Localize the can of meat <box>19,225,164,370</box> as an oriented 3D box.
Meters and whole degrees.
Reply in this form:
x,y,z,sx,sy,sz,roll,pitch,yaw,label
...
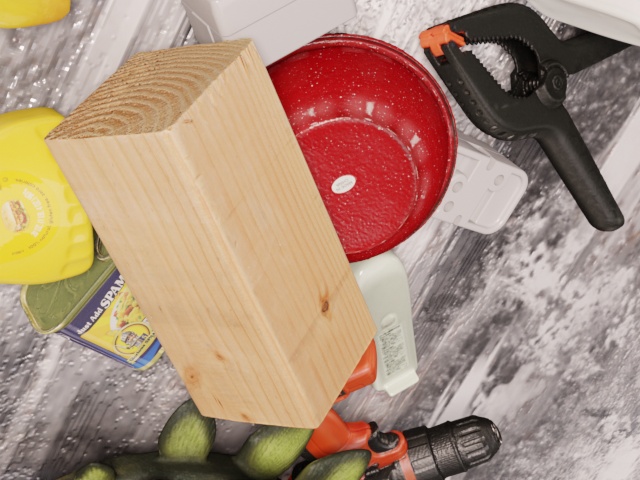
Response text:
x,y,z,sx,sy,sz,roll,pitch,yaw,label
-0.120,0.025,0.667,0.102,0.057,0.083,-49,136,5,can of meat

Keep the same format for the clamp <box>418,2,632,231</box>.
x,y,z,sx,sy,sz,roll,pitch,yaw,label
0.159,-0.117,0.750,0.209,0.036,0.164,25,75,-31,clamp

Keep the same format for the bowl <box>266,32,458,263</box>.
x,y,z,sx,sy,sz,roll,pitch,yaw,label
0.011,-0.044,0.665,0.162,0.055,0.162,-2,117,-5,bowl

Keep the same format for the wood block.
x,y,z,sx,sy,sz,roll,pitch,yaw,label
-0.054,0.001,0.606,0.090,0.090,0.206,-54,132,-40,wood block

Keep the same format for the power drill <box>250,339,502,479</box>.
x,y,z,sx,sy,sz,roll,pitch,yaw,label
0.036,0.144,0.830,0.184,0.057,0.187,-22,131,8,power drill

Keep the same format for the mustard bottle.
x,y,z,sx,sy,sz,roll,pitch,yaw,label
-0.222,-0.008,0.569,0.191,0.058,0.096,-14,115,-25,mustard bottle
